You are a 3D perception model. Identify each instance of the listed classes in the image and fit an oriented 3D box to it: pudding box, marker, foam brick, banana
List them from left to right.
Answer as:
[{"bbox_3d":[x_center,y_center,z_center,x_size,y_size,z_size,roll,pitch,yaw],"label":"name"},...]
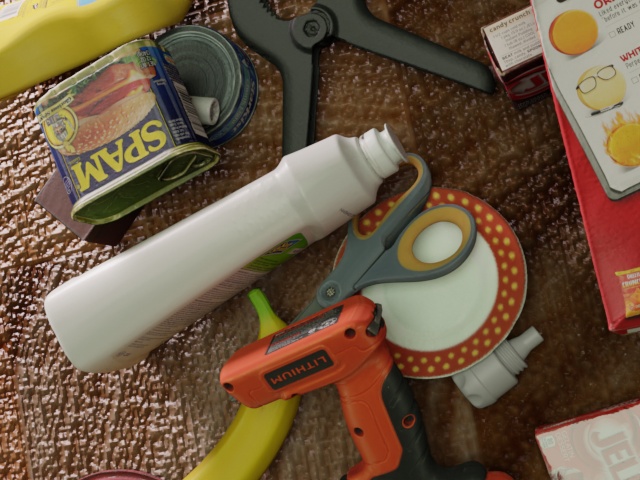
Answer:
[{"bbox_3d":[-0.155,-0.042,0.765,0.051,0.053,0.078,38,96,16],"label":"foam brick"},{"bbox_3d":[-0.129,-0.096,0.743,0.121,0.020,0.020,8,88,17],"label":"marker"},{"bbox_3d":[-0.062,0.133,0.718,0.069,0.037,0.198,28,81,-2],"label":"banana"},{"bbox_3d":[0.161,-0.127,0.661,0.113,0.090,0.039,-26,78,12],"label":"pudding box"}]

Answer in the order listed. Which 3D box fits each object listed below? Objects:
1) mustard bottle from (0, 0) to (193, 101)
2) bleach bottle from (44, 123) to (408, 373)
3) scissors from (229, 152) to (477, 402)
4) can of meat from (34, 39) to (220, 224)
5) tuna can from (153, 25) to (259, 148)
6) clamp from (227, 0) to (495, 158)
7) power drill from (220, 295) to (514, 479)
[{"bbox_3d":[-0.154,-0.165,0.758,0.192,0.096,0.058,-21,120,13],"label":"mustard bottle"},{"bbox_3d":[-0.055,0.001,0.701,0.251,0.102,0.068,-30,83,14],"label":"bleach bottle"},{"bbox_3d":[0.028,0.037,0.693,0.096,0.016,0.201,26,82,24],"label":"scissors"},{"bbox_3d":[-0.129,-0.071,0.702,0.102,0.057,0.084,-27,78,14],"label":"can of meat"},{"bbox_3d":[-0.090,-0.109,0.761,0.086,0.033,0.086,-1,85,16],"label":"tuna can"},{"bbox_3d":[-0.007,-0.132,0.727,0.165,0.036,0.210,-39,87,10],"label":"clamp"},{"bbox_3d":[0.014,0.142,0.672,0.184,0.057,0.187,-27,102,12],"label":"power drill"}]
